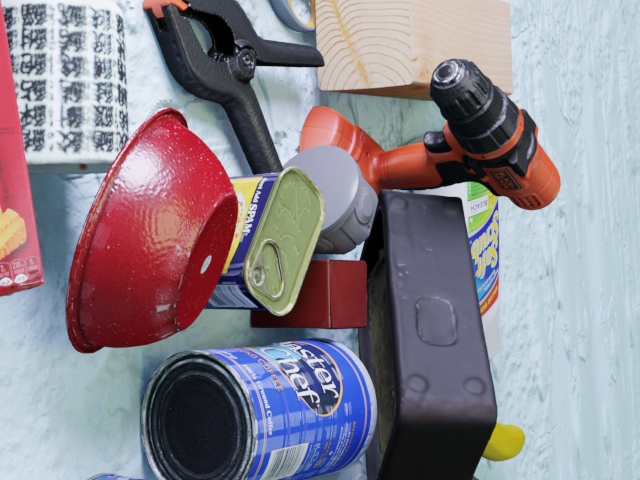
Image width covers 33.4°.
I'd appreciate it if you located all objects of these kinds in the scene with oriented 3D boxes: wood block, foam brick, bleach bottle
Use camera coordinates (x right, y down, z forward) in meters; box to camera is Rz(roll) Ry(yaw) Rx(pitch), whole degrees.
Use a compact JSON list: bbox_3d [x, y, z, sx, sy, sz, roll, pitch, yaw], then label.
[{"bbox_3d":[0.088,-0.173,0.937,0.205,0.090,0.091,-8,97,-57],"label":"wood block"},{"bbox_3d":[-0.009,0.041,0.820,0.051,0.078,0.053,4,85,-52],"label":"foam brick"},{"bbox_3d":[0.142,0.019,1.042,0.102,0.068,0.251,-25,111,-51],"label":"bleach bottle"}]

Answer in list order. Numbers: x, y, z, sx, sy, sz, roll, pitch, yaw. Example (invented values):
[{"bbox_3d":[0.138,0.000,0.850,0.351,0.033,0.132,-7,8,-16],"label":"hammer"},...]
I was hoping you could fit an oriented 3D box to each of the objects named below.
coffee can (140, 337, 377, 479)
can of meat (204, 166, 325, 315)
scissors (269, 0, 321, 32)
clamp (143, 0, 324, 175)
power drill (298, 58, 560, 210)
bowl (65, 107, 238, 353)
[{"bbox_3d":[-0.041,0.124,0.751,0.140,0.103,0.103,1,87,-53],"label":"coffee can"},{"bbox_3d":[-0.055,0.001,0.753,0.057,0.084,0.102,46,53,-43],"label":"can of meat"},{"bbox_3d":[-0.051,-0.201,0.825,0.201,0.016,0.096,-28,111,-51],"label":"scissors"},{"bbox_3d":[-0.059,-0.136,0.791,0.171,0.039,0.120,50,49,-40],"label":"clamp"},{"bbox_3d":[0.079,-0.078,0.852,0.184,0.188,0.057,42,58,-46],"label":"power drill"},{"bbox_3d":[-0.094,0.003,0.658,0.162,0.055,0.162,21,89,-81],"label":"bowl"}]
